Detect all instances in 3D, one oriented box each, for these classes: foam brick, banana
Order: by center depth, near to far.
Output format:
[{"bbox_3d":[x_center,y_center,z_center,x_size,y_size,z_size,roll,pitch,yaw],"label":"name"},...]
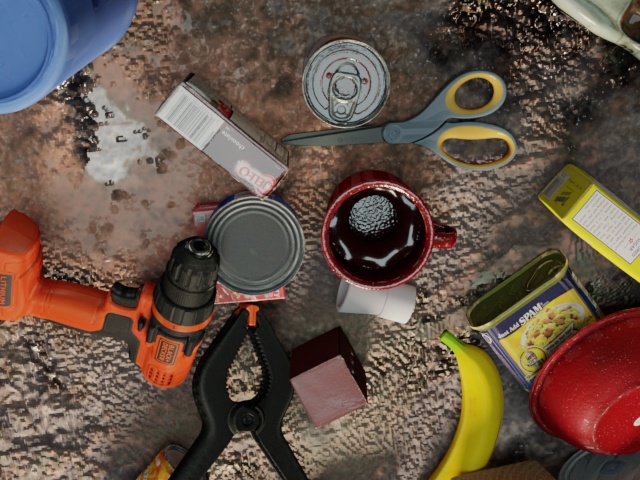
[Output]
[{"bbox_3d":[0.007,0.119,0.941,0.051,0.078,0.053,-26,103,7],"label":"foam brick"},{"bbox_3d":[0.128,0.177,0.981,0.070,0.037,0.198,11,104,10],"label":"banana"}]

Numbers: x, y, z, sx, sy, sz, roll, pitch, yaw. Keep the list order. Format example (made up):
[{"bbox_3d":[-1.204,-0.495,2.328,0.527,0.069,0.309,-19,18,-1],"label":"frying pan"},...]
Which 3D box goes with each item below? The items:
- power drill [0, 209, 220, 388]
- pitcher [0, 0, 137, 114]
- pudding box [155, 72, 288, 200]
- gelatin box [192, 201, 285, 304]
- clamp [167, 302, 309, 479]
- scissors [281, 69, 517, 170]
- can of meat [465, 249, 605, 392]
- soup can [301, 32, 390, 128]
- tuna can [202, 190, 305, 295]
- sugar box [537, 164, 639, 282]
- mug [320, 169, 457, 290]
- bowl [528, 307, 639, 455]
[{"bbox_3d":[-0.181,0.040,0.894,0.187,0.057,0.185,20,135,-2],"label":"power drill"},{"bbox_3d":[-0.204,-0.176,0.775,0.145,0.243,0.149,24,109,-10],"label":"pitcher"},{"bbox_3d":[-0.078,-0.087,0.880,0.113,0.090,0.039,41,99,-10],"label":"pudding box"},{"bbox_3d":[-0.071,0.009,0.935,0.073,0.030,0.089,-5,105,0],"label":"gelatin box"},{"bbox_3d":[-0.079,0.162,0.945,0.164,0.036,0.210,-4,93,-22],"label":"clamp"},{"bbox_3d":[0.074,-0.110,0.914,0.201,0.016,0.096,11,103,-4],"label":"scissors"},{"bbox_3d":[0.195,0.072,0.943,0.102,0.057,0.084,-37,105,9],"label":"can of meat"},{"bbox_3d":[0.018,-0.132,0.863,0.068,0.102,0.068,0,104,-1],"label":"soup can"},{"bbox_3d":[-0.056,0.001,0.900,0.086,0.034,0.086,0,104,-2],"label":"tuna can"},{"bbox_3d":[0.272,0.009,0.908,0.176,0.093,0.048,39,101,-10],"label":"sugar box"},{"bbox_3d":[0.058,-0.012,0.905,0.117,0.081,0.093,6,104,-2],"label":"mug"},{"bbox_3d":[0.266,0.135,0.926,0.162,0.055,0.162,-10,130,-12],"label":"bowl"}]
